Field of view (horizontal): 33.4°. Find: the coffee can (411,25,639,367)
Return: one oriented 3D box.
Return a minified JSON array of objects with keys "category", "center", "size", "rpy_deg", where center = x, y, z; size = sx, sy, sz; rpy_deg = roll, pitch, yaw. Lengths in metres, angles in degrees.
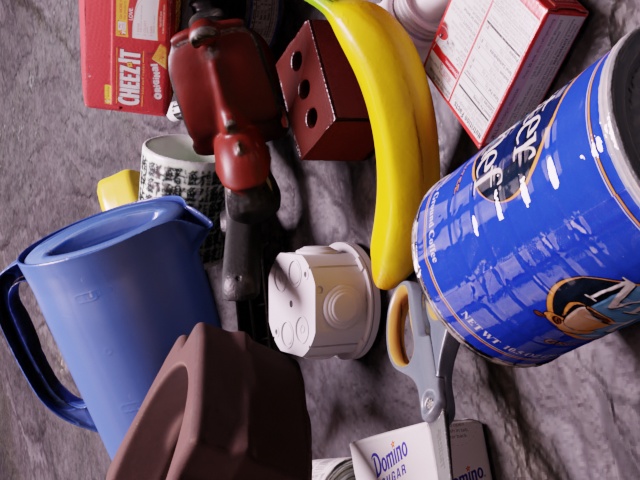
[{"category":"coffee can","center":[0.118,-0.013,0.455],"size":[0.141,0.102,0.103],"rpy_deg":[-40,57,55]}]

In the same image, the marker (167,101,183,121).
[{"category":"marker","center":[-0.106,-0.119,0.941],"size":[0.121,0.020,0.020],"rpy_deg":[0,92,61]}]

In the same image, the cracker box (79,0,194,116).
[{"category":"cracker box","center":[-0.133,-0.224,0.824],"size":[0.213,0.072,0.164],"rpy_deg":[-88,6,-49]}]

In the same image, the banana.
[{"category":"banana","center":[0.041,-0.056,0.626],"size":[0.070,0.037,0.198],"rpy_deg":[19,127,55]}]

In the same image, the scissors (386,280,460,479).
[{"category":"scissors","center":[0.071,0.070,0.572],"size":[0.096,0.016,0.202],"rpy_deg":[-62,20,23]}]

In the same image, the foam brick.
[{"category":"foam brick","center":[0.011,-0.098,0.697],"size":[0.053,0.051,0.078],"rpy_deg":[-47,51,52]}]

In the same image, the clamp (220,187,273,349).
[{"category":"clamp","center":[-0.055,0.001,0.805],"size":[0.164,0.036,0.210],"rpy_deg":[88,178,-52]}]

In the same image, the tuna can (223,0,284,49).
[{"category":"tuna can","center":[-0.061,-0.185,0.841],"size":[0.086,0.033,0.086],"rpy_deg":[6,97,61]}]

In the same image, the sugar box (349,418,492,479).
[{"category":"sugar box","center":[0.068,0.197,0.617],"size":[0.093,0.048,0.176],"rpy_deg":[-31,61,57]}]

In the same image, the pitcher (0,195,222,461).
[{"category":"pitcher","center":[-0.141,0.098,0.833],"size":[0.149,0.144,0.243],"rpy_deg":[5,117,54]}]

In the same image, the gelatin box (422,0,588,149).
[{"category":"gelatin box","center":[0.095,-0.104,0.566],"size":[0.073,0.030,0.089],"rpy_deg":[61,143,39]}]

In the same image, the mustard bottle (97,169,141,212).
[{"category":"mustard bottle","center":[-0.149,0.036,0.962],"size":[0.096,0.058,0.192],"rpy_deg":[56,-167,-63]}]
